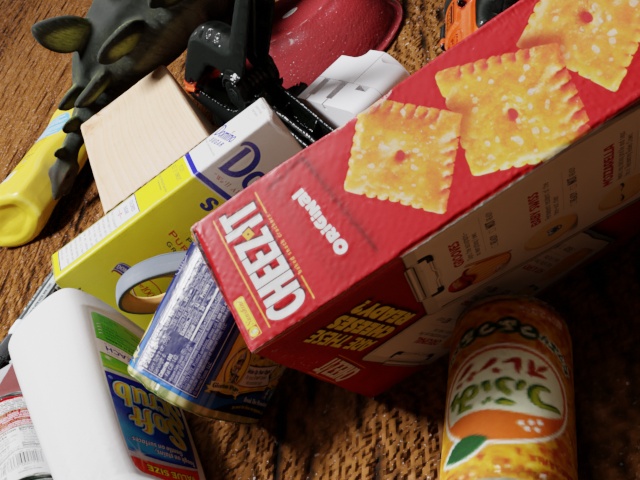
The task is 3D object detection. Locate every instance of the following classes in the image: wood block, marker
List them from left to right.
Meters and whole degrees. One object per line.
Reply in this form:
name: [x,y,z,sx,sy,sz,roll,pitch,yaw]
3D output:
marker: [-0.231,0.056,0.871,0.020,0.020,0.121,-11,39,40]
wood block: [-0.114,-0.052,0.820,0.091,0.090,0.206,-38,28,1]

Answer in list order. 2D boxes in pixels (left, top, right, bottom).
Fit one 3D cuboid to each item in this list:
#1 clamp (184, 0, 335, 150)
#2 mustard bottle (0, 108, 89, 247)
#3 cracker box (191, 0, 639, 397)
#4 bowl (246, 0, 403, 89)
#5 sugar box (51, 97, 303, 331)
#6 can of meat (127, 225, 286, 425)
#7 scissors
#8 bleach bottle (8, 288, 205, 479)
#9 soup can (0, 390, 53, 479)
clamp: [-0.050,-0.121,0.755,0.036,0.164,0.210,-37,31,-19]
mustard bottle: [-0.265,-0.082,1.068,0.096,0.058,0.191,-30,26,45]
cracker box: [0.072,-0.020,0.478,0.214,0.164,0.072,-33,67,9]
bowl: [-0.011,-0.177,0.920,0.162,0.055,0.162,-29,30,18]
sugar box: [-0.078,-0.003,0.704,0.176,0.093,0.048,-36,29,4]
can of meat: [-0.049,0.049,0.572,0.057,0.102,0.084,25,86,23]
scissors: [-0.054,0.001,0.621,0.202,0.096,0.016,-53,40,46]
bleach bottle: [-0.099,0.120,0.563,0.068,0.102,0.251,-45,34,2]
soup can: [-0.171,0.141,0.626,0.068,0.068,0.102,-40,29,-4]
